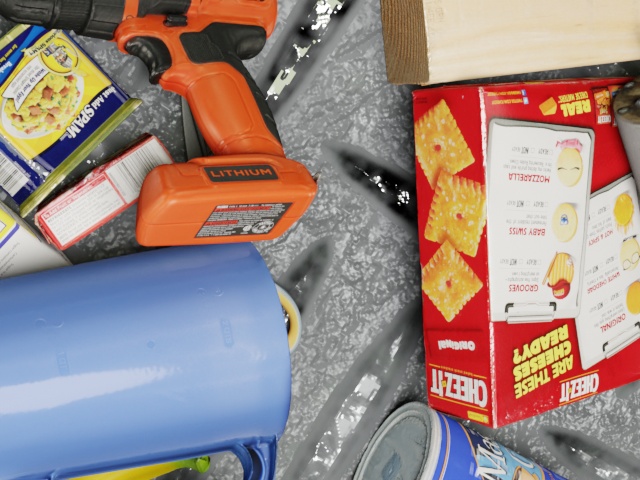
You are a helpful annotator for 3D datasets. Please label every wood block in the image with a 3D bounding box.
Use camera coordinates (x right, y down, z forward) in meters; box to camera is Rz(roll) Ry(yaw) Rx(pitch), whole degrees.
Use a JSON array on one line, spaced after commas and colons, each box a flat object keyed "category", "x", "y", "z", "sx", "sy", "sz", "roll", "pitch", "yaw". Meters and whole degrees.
[{"category": "wood block", "x": 0.151, "y": -0.159, "z": 0.713, "sx": 0.206, "sy": 0.091, "sz": 0.090, "roll": -8, "pitch": 100, "yaw": -13}]

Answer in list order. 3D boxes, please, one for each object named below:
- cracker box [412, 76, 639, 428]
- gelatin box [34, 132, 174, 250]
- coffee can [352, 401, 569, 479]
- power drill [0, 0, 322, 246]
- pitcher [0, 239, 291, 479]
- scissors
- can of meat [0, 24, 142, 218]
[{"category": "cracker box", "x": 0.145, "y": 0.000, "z": 0.719, "sx": 0.163, "sy": 0.072, "sz": 0.214, "roll": -9, "pitch": 101, "yaw": -36}, {"category": "gelatin box", "x": -0.136, "y": -0.033, "z": 0.669, "sx": 0.089, "sy": 0.073, "sz": 0.030, "roll": -35, "pitch": 103, "yaw": -6}, {"category": "coffee can", "x": 0.104, "y": 0.187, "z": 0.741, "sx": 0.140, "sy": 0.103, "sz": 0.103, "roll": 29, "pitch": 90, "yaw": -16}, {"category": "power drill", "x": -0.090, "y": -0.089, "z": 0.620, "sx": 0.184, "sy": 0.057, "sz": 0.188, "roll": -3, "pitch": 62, "yaw": -31}, {"category": "pitcher", "x": -0.144, "y": 0.085, "z": 0.605, "sx": 0.242, "sy": 0.149, "sz": 0.145, "roll": -9, "pitch": 114, "yaw": -24}, {"category": "scissors", "x": -0.055, "y": 0.001, "z": 0.723, "sx": 0.096, "sy": 0.016, "sz": 0.202, "roll": 3, "pitch": 97, "yaw": -16}, {"category": "can of meat", "x": -0.173, "y": -0.079, "z": 0.648, "sx": 0.084, "sy": 0.058, "sz": 0.102, "roll": 46, "pitch": 55, "yaw": -12}]
